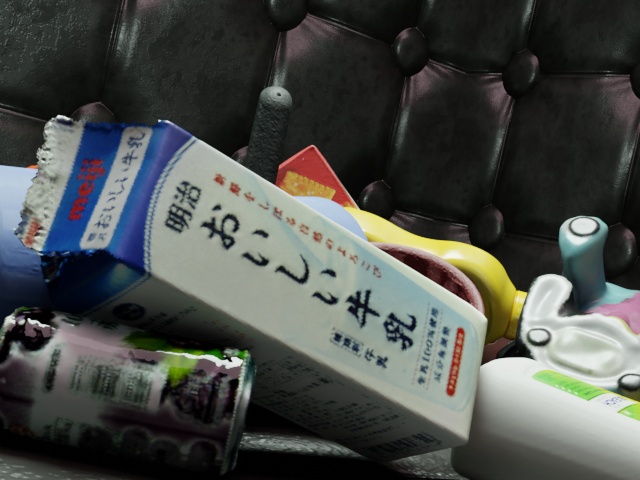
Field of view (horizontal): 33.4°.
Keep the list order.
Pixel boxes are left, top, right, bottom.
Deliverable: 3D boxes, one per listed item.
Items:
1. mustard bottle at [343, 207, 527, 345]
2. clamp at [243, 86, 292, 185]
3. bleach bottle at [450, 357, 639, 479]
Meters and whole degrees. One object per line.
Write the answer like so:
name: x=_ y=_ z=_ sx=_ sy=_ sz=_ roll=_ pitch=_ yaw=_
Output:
mustard bottle: x=0.094 y=0.042 z=0.874 sx=0.191 sy=0.096 sz=0.058 roll=17 pitch=36 yaw=7
clamp: x=-0.055 y=0.001 z=0.782 sx=0.036 sy=0.210 sz=0.165 roll=12 pitch=-43 yaw=-6
bleach bottle: x=0.195 y=0.123 z=0.514 sx=0.251 sy=0.068 sz=0.102 roll=15 pitch=2 yaw=30
